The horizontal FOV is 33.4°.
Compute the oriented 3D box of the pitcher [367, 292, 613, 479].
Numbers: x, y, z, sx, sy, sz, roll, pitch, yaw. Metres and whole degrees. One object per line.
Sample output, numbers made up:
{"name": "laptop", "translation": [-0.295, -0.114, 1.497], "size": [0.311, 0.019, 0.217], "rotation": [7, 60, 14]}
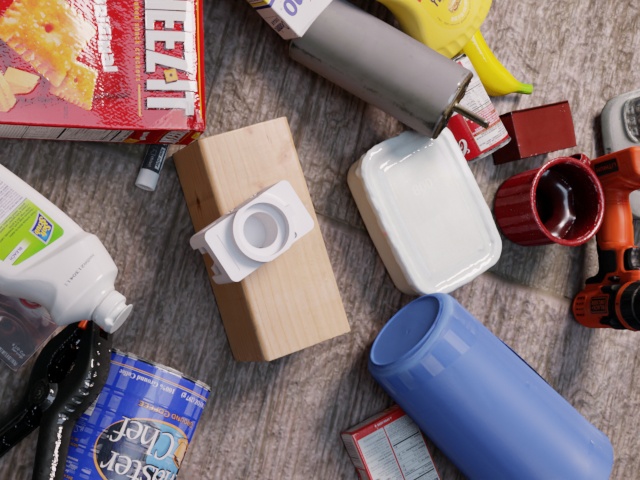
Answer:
{"name": "pitcher", "translation": [0.163, 0.159, 1.049], "size": [0.242, 0.149, 0.145], "rotation": [45, 81, -17]}

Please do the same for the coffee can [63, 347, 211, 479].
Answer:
{"name": "coffee can", "translation": [-0.167, 0.176, 0.920], "size": [0.102, 0.103, 0.140], "rotation": [26, 75, -19]}

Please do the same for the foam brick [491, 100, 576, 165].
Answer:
{"name": "foam brick", "translation": [0.226, -0.115, 1.149], "size": [0.078, 0.053, 0.051], "rotation": [-14, 90, -23]}

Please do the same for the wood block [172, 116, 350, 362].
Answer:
{"name": "wood block", "translation": [-0.057, 0.001, 0.992], "size": [0.090, 0.091, 0.206], "rotation": [-18, 92, -24]}

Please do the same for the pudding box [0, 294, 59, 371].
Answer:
{"name": "pudding box", "translation": [-0.274, 0.043, 0.920], "size": [0.113, 0.039, 0.090], "rotation": [46, 69, -13]}

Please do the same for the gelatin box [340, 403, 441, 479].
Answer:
{"name": "gelatin box", "translation": [0.070, 0.216, 1.059], "size": [0.073, 0.030, 0.089], "rotation": [-24, 94, -25]}

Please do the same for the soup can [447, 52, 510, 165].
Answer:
{"name": "soup can", "translation": [0.144, -0.134, 1.106], "size": [0.068, 0.069, 0.102], "rotation": [-32, 97, -23]}

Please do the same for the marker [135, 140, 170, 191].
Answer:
{"name": "marker", "translation": [-0.146, -0.105, 1.002], "size": [0.020, 0.020, 0.121], "rotation": [22, 76, -20]}

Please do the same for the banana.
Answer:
{"name": "banana", "translation": [0.158, -0.231, 1.142], "size": [0.069, 0.037, 0.198], "rotation": [-35, 101, -42]}

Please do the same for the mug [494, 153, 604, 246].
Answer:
{"name": "mug", "translation": [0.244, -0.046, 1.133], "size": [0.093, 0.082, 0.117], "rotation": [39, 71, -16]}

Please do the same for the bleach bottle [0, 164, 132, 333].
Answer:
{"name": "bleach bottle", "translation": [-0.266, -0.003, 0.868], "size": [0.251, 0.068, 0.102], "rotation": [36, 70, 5]}

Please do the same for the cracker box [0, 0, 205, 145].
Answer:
{"name": "cracker box", "translation": [-0.211, -0.172, 0.932], "size": [0.213, 0.072, 0.164], "rotation": [0, 85, -23]}

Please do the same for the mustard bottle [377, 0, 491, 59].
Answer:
{"name": "mustard bottle", "translation": [0.083, -0.265, 1.023], "size": [0.191, 0.058, 0.096], "rotation": [43, 81, -34]}

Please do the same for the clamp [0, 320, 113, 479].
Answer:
{"name": "clamp", "translation": [-0.233, 0.137, 0.896], "size": [0.039, 0.120, 0.171], "rotation": [49, 57, -49]}
